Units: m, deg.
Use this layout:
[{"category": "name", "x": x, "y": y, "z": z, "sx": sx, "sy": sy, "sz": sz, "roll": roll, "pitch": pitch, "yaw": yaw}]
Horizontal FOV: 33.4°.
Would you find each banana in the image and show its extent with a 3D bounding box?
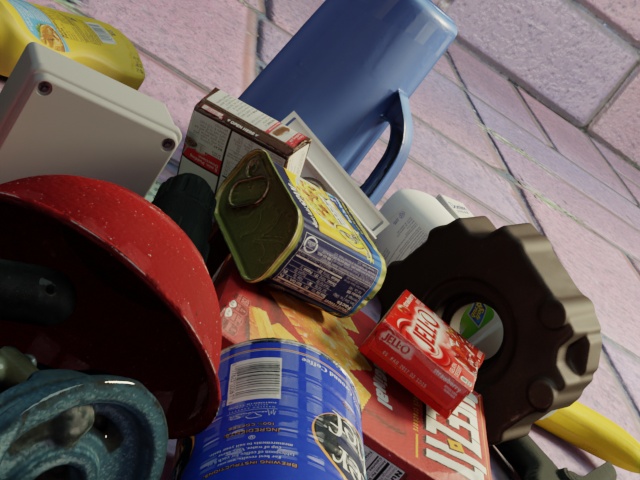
[{"category": "banana", "x": 0.220, "y": 0.157, "z": 0.955, "sx": 0.197, "sy": 0.037, "sz": 0.070, "roll": 29, "pitch": -10, "yaw": -9}]

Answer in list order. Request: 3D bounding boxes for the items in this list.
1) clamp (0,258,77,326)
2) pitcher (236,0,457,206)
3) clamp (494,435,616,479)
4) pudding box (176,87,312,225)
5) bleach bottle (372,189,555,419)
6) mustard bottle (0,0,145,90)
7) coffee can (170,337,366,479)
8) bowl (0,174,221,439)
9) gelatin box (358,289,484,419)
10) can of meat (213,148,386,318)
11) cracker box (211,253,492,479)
[{"category": "clamp", "x": -0.190, "y": 0.011, "z": 0.440, "sx": 0.171, "sy": 0.120, "sz": 0.039, "roll": 27, "pitch": 55, "yaw": -45}, {"category": "pitcher", "x": 0.015, "y": -0.125, "z": 0.963, "sx": 0.149, "sy": 0.243, "sz": 0.145, "roll": 37, "pitch": 15, "yaw": -16}, {"category": "clamp", "x": 0.182, "y": 0.192, "z": 0.837, "sx": 0.164, "sy": 0.036, "sz": 0.210, "roll": 33, "pitch": 16, "yaw": -6}, {"category": "pudding box", "x": -0.065, "y": -0.049, "z": 0.832, "sx": 0.090, "sy": 0.114, "sz": 0.039, "roll": 29, "pitch": 42, "yaw": 12}, {"category": "bleach bottle", "x": 0.120, "y": 0.062, "z": 0.916, "sx": 0.068, "sy": 0.103, "sz": 0.251, "roll": 13, "pitch": 28, "yaw": -37}, {"category": "mustard bottle", "x": -0.243, "y": -0.167, "z": 0.903, "sx": 0.096, "sy": 0.058, "sz": 0.191, "roll": 48, "pitch": 22, "yaw": 26}, {"category": "coffee can", "x": -0.026, "y": 0.128, "z": 0.537, "sx": 0.102, "sy": 0.103, "sz": 0.140, "roll": 31, "pitch": 20, "yaw": -14}, {"category": "bowl", "x": -0.105, "y": 0.022, "z": 0.510, "sx": 0.162, "sy": 0.162, "sz": 0.055, "roll": 36, "pitch": 53, "yaw": -2}, {"category": "gelatin box", "x": 0.070, "y": 0.074, "z": 0.715, "sx": 0.073, "sy": 0.030, "sz": 0.089, "roll": 39, "pitch": 17, "yaw": 5}, {"category": "can of meat", "x": -0.014, "y": -0.003, "z": 0.701, "sx": 0.083, "sy": 0.057, "sz": 0.102, "roll": 27, "pitch": 21, "yaw": -37}, {"category": "cracker box", "x": 0.010, "y": 0.101, "z": 0.702, "sx": 0.213, "sy": 0.072, "sz": 0.164, "roll": 35, "pitch": 19, "yaw": -7}]
